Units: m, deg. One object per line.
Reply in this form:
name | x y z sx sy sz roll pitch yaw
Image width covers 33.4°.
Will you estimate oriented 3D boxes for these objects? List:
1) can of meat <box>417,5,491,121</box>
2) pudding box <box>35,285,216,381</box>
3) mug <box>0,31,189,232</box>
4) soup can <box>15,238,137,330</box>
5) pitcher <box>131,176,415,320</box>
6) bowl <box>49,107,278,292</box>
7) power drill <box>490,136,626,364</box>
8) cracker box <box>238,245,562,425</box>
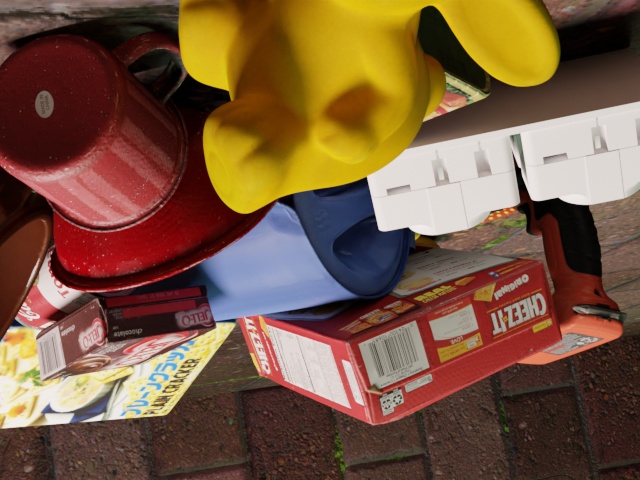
can of meat | 0.039 -0.098 0.608 0.084 0.057 0.101 -20 165 29
pudding box | -0.143 0.067 0.772 0.089 0.039 0.114 -4 166 -40
mug | -0.120 -0.067 0.578 0.117 0.093 0.081 -41 160 0
soup can | -0.184 0.023 0.793 0.068 0.068 0.102 2 163 -44
pitcher | -0.055 0.001 0.822 0.243 0.149 0.144 -14 -154 37
bowl | -0.105 -0.037 0.665 0.162 0.055 0.162 -17 -151 9
power drill | 0.173 0.000 0.855 0.057 0.187 0.185 9 157 -25
cracker box | 0.052 0.065 0.819 0.164 0.072 0.214 -21 -169 -22
